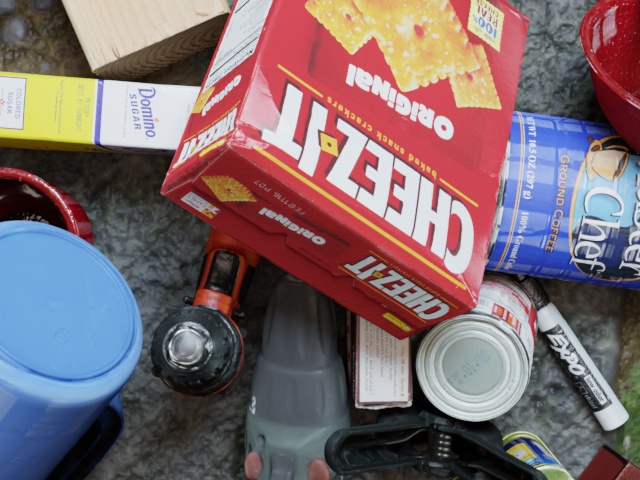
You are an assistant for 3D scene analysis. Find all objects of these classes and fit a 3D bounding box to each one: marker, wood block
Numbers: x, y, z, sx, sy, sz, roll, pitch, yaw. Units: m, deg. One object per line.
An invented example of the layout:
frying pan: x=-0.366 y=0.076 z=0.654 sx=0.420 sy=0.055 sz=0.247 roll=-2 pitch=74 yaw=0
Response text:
marker: x=0.164 y=0.071 z=0.708 sx=0.020 sy=0.020 sz=0.121 roll=-33 pitch=91 yaw=0
wood block: x=-0.134 y=-0.212 z=0.664 sx=0.091 sy=0.090 sz=0.206 roll=-23 pitch=92 yaw=1

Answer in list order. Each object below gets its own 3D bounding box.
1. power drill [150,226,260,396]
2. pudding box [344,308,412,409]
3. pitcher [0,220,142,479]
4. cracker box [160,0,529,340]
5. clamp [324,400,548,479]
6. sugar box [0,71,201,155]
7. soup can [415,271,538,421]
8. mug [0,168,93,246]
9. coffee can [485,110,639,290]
power drill: x=-0.054 y=0.001 z=0.633 sx=0.057 sy=0.184 sz=0.187 roll=17 pitch=82 yaw=-2
pudding box: x=0.035 y=0.042 z=0.671 sx=0.039 sy=0.090 sz=0.113 roll=-2 pitch=92 yaw=-1
pitcher: x=-0.193 y=0.099 z=0.603 sx=0.145 sy=0.149 sz=0.243 roll=44 pitch=126 yaw=-3
cracker box: x=0.026 y=-0.080 z=0.588 sx=0.164 sy=0.072 sz=0.213 roll=32 pitch=54 yaw=-24
clamp: x=0.079 y=0.123 z=0.630 sx=0.120 sy=0.171 sz=0.039 roll=17 pitch=96 yaw=15
sugar box: x=-0.155 y=-0.077 z=0.665 sx=0.176 sy=0.093 sz=0.048 roll=6 pitch=92 yaw=0
soup can: x=0.098 y=0.063 z=0.659 sx=0.068 sy=0.102 sz=0.068 roll=3 pitch=102 yaw=13
mug: x=-0.201 y=-0.001 z=0.672 sx=0.117 sy=0.081 sz=0.093 roll=17 pitch=91 yaw=-1
coffee can: x=0.172 y=-0.023 z=0.665 sx=0.140 sy=0.103 sz=0.103 roll=8 pitch=91 yaw=0
